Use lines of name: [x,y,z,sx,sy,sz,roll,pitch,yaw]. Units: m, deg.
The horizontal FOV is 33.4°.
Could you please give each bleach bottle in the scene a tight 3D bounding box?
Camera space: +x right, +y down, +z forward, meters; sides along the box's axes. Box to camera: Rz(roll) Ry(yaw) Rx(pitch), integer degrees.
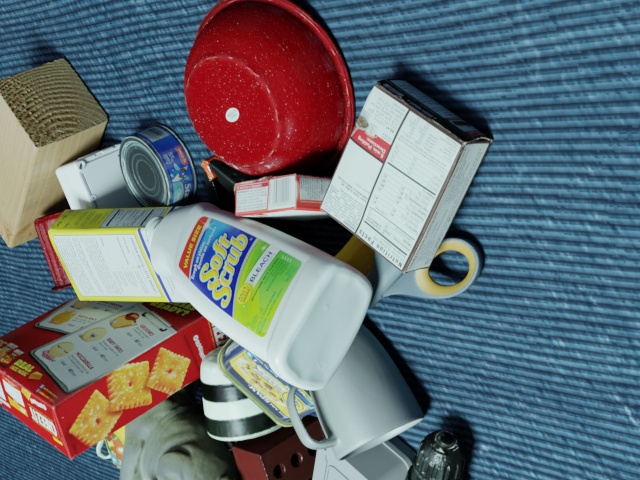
bleach bottle: [-0.073,0.031,0.879,0.251,0.102,0.068,22,171,47]

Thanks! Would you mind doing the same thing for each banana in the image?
banana: [-0.009,0.034,0.889,0.198,0.037,0.069,-19,99,37]

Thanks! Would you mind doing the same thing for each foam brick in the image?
foam brick: [-0.038,0.210,1.049,0.051,0.078,0.053,5,117,51]

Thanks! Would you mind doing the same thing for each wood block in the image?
wood block: [-0.313,-0.092,1.176,0.091,0.090,0.206,53,144,13]

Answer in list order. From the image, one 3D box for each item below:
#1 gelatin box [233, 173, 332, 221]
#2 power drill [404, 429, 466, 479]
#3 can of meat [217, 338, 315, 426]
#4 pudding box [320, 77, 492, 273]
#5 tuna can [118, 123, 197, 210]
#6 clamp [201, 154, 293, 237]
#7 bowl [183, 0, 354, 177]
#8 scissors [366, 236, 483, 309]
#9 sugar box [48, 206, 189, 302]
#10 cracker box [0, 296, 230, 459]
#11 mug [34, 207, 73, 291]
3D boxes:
gelatin box: [-0.016,-0.035,0.858,0.089,0.073,0.030,-5,84,53]
power drill: [0.139,0.263,0.884,0.188,0.057,0.184,40,143,32]
can of meat: [-0.034,0.116,0.977,0.102,0.057,0.084,43,148,-5]
pudding box: [0.059,-0.046,0.765,0.090,0.039,0.114,39,122,27]
tuna can: [-0.161,-0.069,1.051,0.086,0.033,0.086,30,134,36]
clamp: [-0.056,0.001,0.965,0.171,0.039,0.120,57,140,2]
bowl: [-0.054,-0.111,0.844,0.162,0.055,0.162,19,126,28]
scissors: [0.055,0.049,0.828,0.096,0.016,0.202,35,120,17]
sugar box: [-0.175,0.014,1.054,0.176,0.048,0.093,-1,126,24]
cracker box: [-0.214,0.115,1.086,0.164,0.213,0.072,19,129,44]
mug: [-0.271,0.003,1.196,0.117,0.093,0.081,2,111,71]
